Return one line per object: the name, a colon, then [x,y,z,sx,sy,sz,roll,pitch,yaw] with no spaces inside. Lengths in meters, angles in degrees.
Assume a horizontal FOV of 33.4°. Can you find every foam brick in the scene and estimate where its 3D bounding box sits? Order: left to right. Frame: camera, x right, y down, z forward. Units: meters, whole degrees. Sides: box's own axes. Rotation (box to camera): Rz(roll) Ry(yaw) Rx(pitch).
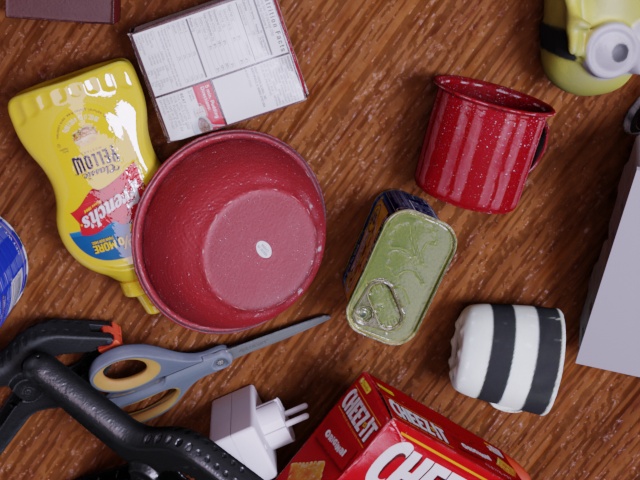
foam brick: [-0.183,-0.184,0.763,0.078,0.051,0.053,3,105,-4]

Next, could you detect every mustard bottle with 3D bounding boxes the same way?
mustard bottle: [-0.156,-0.033,0.804,0.096,0.058,0.191,-20,107,-3]

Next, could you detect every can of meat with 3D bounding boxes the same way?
can of meat: [0.056,0.017,0.818,0.057,0.084,0.102,21,103,-9]

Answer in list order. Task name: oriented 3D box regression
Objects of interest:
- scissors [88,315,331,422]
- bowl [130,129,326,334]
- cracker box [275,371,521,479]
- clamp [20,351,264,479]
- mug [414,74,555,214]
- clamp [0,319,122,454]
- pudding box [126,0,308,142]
scissors: [-0.096,0.087,0.846,0.202,0.016,0.096,-31,137,6]
bowl: [-0.055,0.001,0.792,0.161,0.055,0.162,-8,108,-26]
cracker box: [0.035,0.229,0.826,0.164,0.072,0.214,33,103,-30]
clamp: [-0.132,0.178,0.821,0.210,0.036,0.165,19,133,15]
mug: [0.127,-0.071,0.803,0.117,0.093,0.081,-3,116,-41]
clamp: [-0.241,0.105,0.839,0.171,0.039,0.120,-34,131,3]
pudding box: [-0.075,-0.131,0.792,0.113,0.039,0.090,-18,106,0]
